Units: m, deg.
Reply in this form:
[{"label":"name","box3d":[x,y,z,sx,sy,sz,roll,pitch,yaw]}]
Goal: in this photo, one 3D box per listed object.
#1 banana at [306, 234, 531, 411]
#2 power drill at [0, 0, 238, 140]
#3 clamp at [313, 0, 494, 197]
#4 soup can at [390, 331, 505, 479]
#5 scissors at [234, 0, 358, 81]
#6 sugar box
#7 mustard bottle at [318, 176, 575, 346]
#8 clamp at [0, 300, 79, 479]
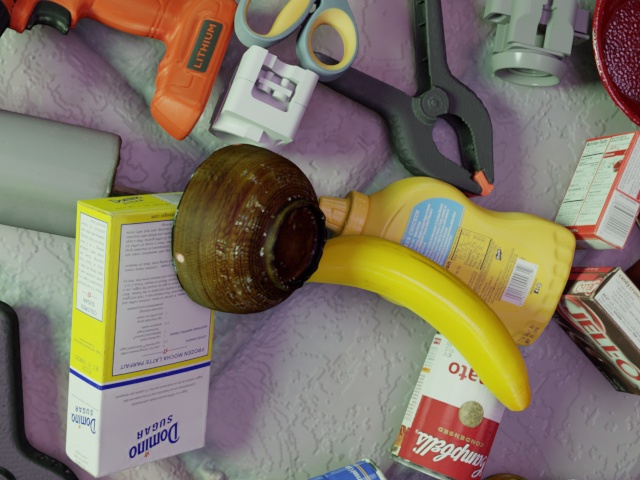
[{"label":"banana","box3d":[0.070,0.046,0.739,0.198,0.037,0.070,28,119,2]},{"label":"power drill","box3d":[-0.159,-0.140,0.707,0.187,0.057,0.184,25,63,-16]},{"label":"clamp","box3d":[0.082,-0.112,0.799,0.120,0.039,0.171,-45,106,-6]},{"label":"soup can","box3d":[0.100,0.124,0.786,0.068,0.069,0.102,22,83,-13]},{"label":"scissors","box3d":[0.019,-0.187,0.762,0.096,0.016,0.201,45,60,-4]},{"label":"sugar box","box3d":[-0.117,0.059,0.705,0.093,0.048,0.176,-7,111,-44]},{"label":"mustard bottle","box3d":[0.085,0.006,0.787,0.191,0.058,0.096,19,100,-13]},{"label":"clamp","box3d":[-0.233,0.168,0.718,0.164,0.036,0.210,-30,97,-13]}]
